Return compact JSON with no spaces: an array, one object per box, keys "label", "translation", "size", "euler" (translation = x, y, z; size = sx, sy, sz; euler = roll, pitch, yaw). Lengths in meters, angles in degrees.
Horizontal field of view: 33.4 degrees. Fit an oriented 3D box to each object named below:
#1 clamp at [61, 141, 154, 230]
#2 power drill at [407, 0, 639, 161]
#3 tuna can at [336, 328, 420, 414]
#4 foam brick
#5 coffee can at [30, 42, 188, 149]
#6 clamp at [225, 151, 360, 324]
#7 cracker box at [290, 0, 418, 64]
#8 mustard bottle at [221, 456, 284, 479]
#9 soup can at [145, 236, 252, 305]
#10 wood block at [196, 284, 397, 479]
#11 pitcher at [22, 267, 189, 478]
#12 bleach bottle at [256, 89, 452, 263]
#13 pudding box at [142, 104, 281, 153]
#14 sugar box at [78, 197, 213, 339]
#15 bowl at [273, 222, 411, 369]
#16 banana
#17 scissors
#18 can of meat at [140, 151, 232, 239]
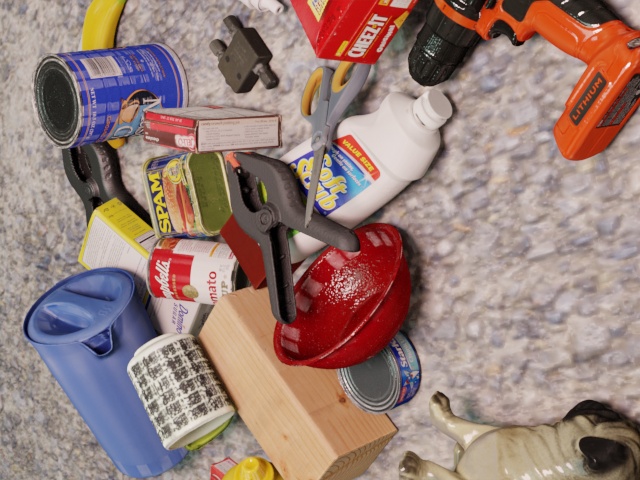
[{"label":"clamp","translation":[-0.269,-0.064,1.328],"size":[0.165,0.036,0.210],"euler":[-14,95,47]},{"label":"power drill","translation":[0.159,-0.150,0.821],"size":[0.188,0.057,0.185],"euler":[51,133,24]},{"label":"tuna can","translation":[0.056,0.123,1.035],"size":[0.086,0.033,0.086],"euler":[17,114,44]},{"label":"foam brick","translation":[-0.057,0.001,1.108],"size":[0.078,0.051,0.053],"euler":[58,135,18]},{"label":"coffee can","translation":[-0.232,-0.162,1.181],"size":[0.103,0.140,0.103],"euler":[17,114,43]},{"label":"clamp","translation":[-0.031,-0.022,0.985],"size":[0.120,0.039,0.171],"euler":[-36,71,30]},{"label":"cracker box","translation":[0.021,-0.280,0.888],"size":[0.164,0.071,0.214],"euler":[-53,49,42]},{"label":"mustard bottle","translation":[-0.059,0.281,1.125],"size":[0.096,0.058,0.191],"euler":[16,145,20]},{"label":"soup can","translation":[-0.128,0.035,1.155],"size":[0.102,0.068,0.068],"euler":[6,109,17]},{"label":"wood block","translation":[-0.029,0.149,1.094],"size":[0.206,0.090,0.090],"euler":[52,134,24]},{"label":"pitcher","translation":[-0.240,0.156,1.255],"size":[0.145,0.149,0.243],"euler":[-4,126,23]},{"label":"bleach bottle","translation":[0.025,-0.070,0.991],"size":[0.251,0.067,0.102],"euler":[-36,73,44]},{"label":"pudding box","translation":[-0.110,-0.113,1.083],"size":[0.090,0.113,0.039],"euler":[17,110,44]},{"label":"sugar box","translation":[-0.202,0.039,1.256],"size":[0.176,0.048,0.093],"euler":[38,131,13]},{"label":"bowl","translation":[0.031,0.063,0.989],"size":[0.055,0.162,0.162],"euler":[41,145,-24]},{"label":"banana","translation":[-0.256,-0.210,1.270],"size":[0.070,0.037,0.198],"euler":[29,122,40]},{"label":"scissors","translation":[0.014,-0.103,0.944],"size":[0.096,0.016,0.202],"euler":[-42,32,28]},{"label":"can of meat","translation":[-0.146,-0.050,1.186],"size":[0.084,0.057,0.102],"euler":[-7,97,45]}]
